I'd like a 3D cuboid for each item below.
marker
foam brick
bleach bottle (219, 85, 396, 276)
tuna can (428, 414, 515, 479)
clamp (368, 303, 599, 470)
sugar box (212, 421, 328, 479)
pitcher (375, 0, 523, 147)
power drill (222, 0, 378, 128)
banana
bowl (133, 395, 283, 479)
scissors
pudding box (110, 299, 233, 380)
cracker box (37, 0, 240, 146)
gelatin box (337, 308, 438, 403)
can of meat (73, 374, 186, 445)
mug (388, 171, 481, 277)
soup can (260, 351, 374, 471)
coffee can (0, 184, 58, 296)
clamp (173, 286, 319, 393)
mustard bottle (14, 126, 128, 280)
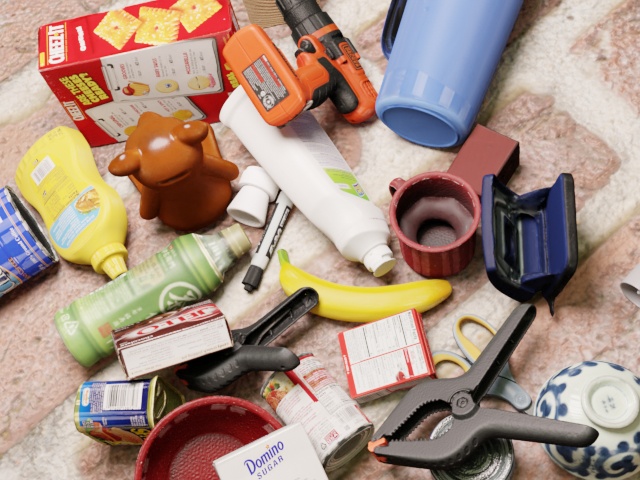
[{"bbox_3d":[-0.058,0.001,1.176,0.020,0.020,0.121,17,71,17],"label":"marker"},{"bbox_3d":[0.174,-0.075,1.150,0.051,0.053,0.078,29,75,20],"label":"foam brick"},{"bbox_3d":[-0.005,-0.064,1.152,0.068,0.102,0.251,-50,62,28],"label":"bleach bottle"},{"bbox_3d":[0.146,0.210,1.039,0.086,0.033,0.086,-4,66,9],"label":"tuna can"},{"bbox_3d":[0.147,0.166,1.007,0.210,0.036,0.165,-31,45,3],"label":"clamp"},{"bbox_3d":[-0.024,0.269,1.002,0.093,0.048,0.176,-24,83,-12],"label":"sugar box"},{"bbox_3d":[0.140,-0.231,1.193,0.145,0.149,0.242,21,74,0],"label":"pitcher"},{"bbox_3d":[-0.025,-0.201,1.159,0.057,0.187,0.184,-37,85,33],"label":"power drill"},{"bbox_3d":[0.036,0.054,1.126,0.198,0.037,0.069,12,69,15],"label":"banana"},{"bbox_3d":[-0.102,0.234,1.044,0.162,0.055,0.162,2,81,-11],"label":"bowl"},{"bbox_3d":[0.179,0.164,1.064,0.096,0.016,0.202,-30,65,-2],"label":"scissors"},{"bbox_3d":[-0.151,0.099,1.080,0.113,0.090,0.039,-19,101,-12],"label":"pudding box"},{"bbox_3d":[-0.188,-0.194,1.206,0.214,0.164,0.072,-10,63,5],"label":"cracker box"},{"bbox_3d":[0.068,0.118,1.089,0.089,0.030,0.073,-20,64,14],"label":"gelatin box"},{"bbox_3d":[-0.191,0.174,1.080,0.084,0.102,0.057,-3,67,11],"label":"can of meat"},{"bbox_3d":[0.113,-0.020,1.118,0.093,0.081,0.117,-41,64,-12],"label":"mug"},{"bbox_3d":[-0.002,0.170,1.065,0.068,0.068,0.102,-39,66,-8],"label":"soup can"},{"bbox_3d":[-0.378,0.018,1.181,0.140,0.103,0.103,-33,65,-5],"label":"coffee can"},{"bbox_3d":[-0.077,0.117,1.080,0.172,0.120,0.039,-32,107,18],"label":"clamp"},{"bbox_3d":[-0.269,-0.031,1.202,0.096,0.058,0.192,-44,65,17],"label":"mustard bottle"}]
